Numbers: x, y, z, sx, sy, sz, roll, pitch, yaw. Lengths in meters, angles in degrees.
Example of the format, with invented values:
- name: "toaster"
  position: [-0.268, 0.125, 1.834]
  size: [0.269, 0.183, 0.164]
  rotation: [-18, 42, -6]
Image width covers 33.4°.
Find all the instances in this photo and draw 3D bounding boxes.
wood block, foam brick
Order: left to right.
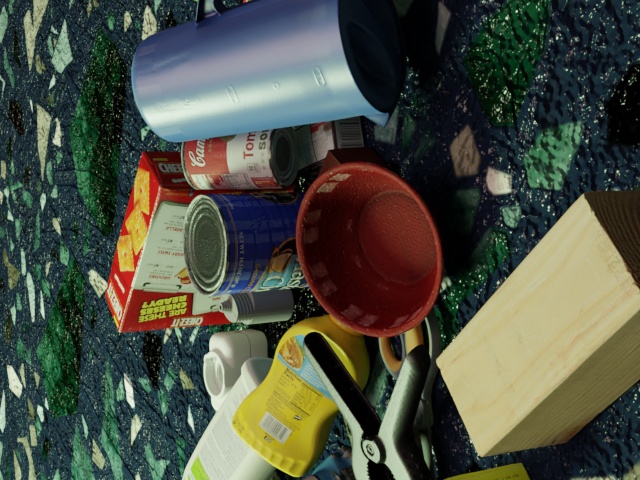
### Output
- name: "foam brick"
  position: [0.029, -0.045, 1.038]
  size: [0.053, 0.051, 0.078]
  rotation: [55, 137, 40]
- name: "wood block"
  position: [0.182, 0.063, 0.765]
  size: [0.206, 0.090, 0.090]
  rotation: [-57, 46, 44]

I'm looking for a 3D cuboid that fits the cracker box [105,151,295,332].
- name: "cracker box"
  position: [-0.141, 0.001, 1.214]
  size: [0.072, 0.163, 0.214]
  rotation: [58, 139, 40]

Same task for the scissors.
- name: "scissors"
  position: [0.085, 0.155, 1.003]
  size: [0.096, 0.016, 0.202]
  rotation: [12, 104, 59]

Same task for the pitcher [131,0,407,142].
- name: "pitcher"
  position: [-0.055, -0.172, 0.984]
  size: [0.243, 0.144, 0.149]
  rotation: [-8, 76, 28]

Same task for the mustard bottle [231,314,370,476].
- name: "mustard bottle"
  position: [-0.006, 0.136, 1.074]
  size: [0.096, 0.058, 0.192]
  rotation: [36, 105, 18]

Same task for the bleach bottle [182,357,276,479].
- name: "bleach bottle"
  position: [-0.109, 0.254, 1.215]
  size: [0.251, 0.067, 0.103]
  rotation: [-53, 48, 24]

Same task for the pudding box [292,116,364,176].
- name: "pudding box"
  position: [0.001, -0.129, 1.089]
  size: [0.090, 0.039, 0.113]
  rotation: [-19, 75, 59]

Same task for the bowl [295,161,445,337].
- name: "bowl"
  position: [0.056, 0.003, 0.969]
  size: [0.162, 0.055, 0.162]
  rotation: [13, 112, 36]

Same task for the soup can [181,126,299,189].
- name: "soup can"
  position: [-0.080, -0.086, 1.081]
  size: [0.102, 0.068, 0.068]
  rotation: [0, 94, 24]

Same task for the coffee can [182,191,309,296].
- name: "coffee can"
  position: [-0.057, 0.001, 1.099]
  size: [0.103, 0.140, 0.103]
  rotation: [9, 101, 58]

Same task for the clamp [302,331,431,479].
- name: "clamp"
  position: [0.063, 0.181, 0.976]
  size: [0.165, 0.036, 0.210]
  rotation: [-10, 98, 55]
